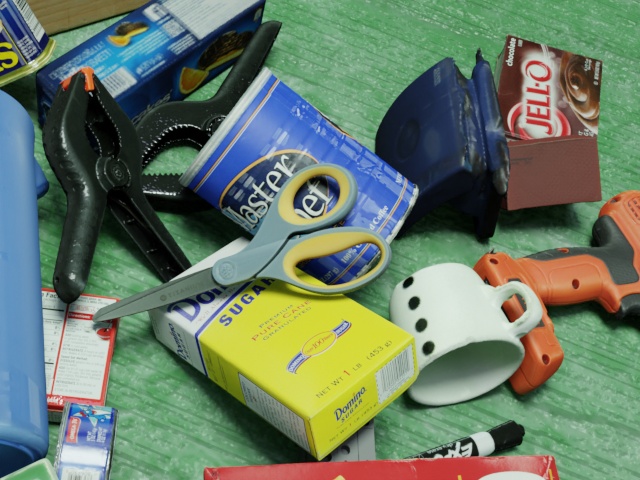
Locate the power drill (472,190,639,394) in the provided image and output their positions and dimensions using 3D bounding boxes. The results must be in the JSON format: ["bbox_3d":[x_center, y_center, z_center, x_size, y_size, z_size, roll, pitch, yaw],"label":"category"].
[{"bbox_3d":[0.218,0.055,0.808,0.187,0.057,0.184,-13,58,-23],"label":"power drill"}]

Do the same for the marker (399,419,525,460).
[{"bbox_3d":[0.090,0.150,0.739,0.121,0.020,0.020,-15,62,-21],"label":"marker"}]

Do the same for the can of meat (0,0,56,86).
[{"bbox_3d":[-0.262,-0.156,0.790,0.102,0.084,0.057,-20,31,12],"label":"can of meat"}]

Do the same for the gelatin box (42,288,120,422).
[{"bbox_3d":[-0.177,0.077,0.720,0.073,0.030,0.089,7,56,-7],"label":"gelatin box"}]

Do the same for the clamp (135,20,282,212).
[{"bbox_3d":[-0.068,-0.072,0.835,0.209,0.036,0.164,-33,76,-25],"label":"clamp"}]

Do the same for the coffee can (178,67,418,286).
[{"bbox_3d":[-0.016,-0.041,0.767,0.140,0.103,0.102,37,56,-8],"label":"coffee can"}]

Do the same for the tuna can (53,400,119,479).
[{"bbox_3d":[-0.145,0.143,0.651,0.033,0.086,0.086,8,56,-10],"label":"tuna can"}]

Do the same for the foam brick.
[{"bbox_3d":[0.177,-0.055,0.853,0.078,0.051,0.053,-5,98,-5],"label":"foam brick"}]

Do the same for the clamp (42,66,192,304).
[{"bbox_3d":[-0.156,-0.035,0.735,0.120,0.039,0.171,-18,84,-61],"label":"clamp"}]

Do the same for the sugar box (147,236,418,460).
[{"bbox_3d":[-0.029,0.064,0.708,0.093,0.048,0.176,-34,45,-29],"label":"sugar box"}]

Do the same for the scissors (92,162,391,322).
[{"bbox_3d":[-0.055,0.001,0.706,0.202,0.016,0.096,-4,81,6],"label":"scissors"}]

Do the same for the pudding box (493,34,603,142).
[{"bbox_3d":[0.192,-0.116,0.922,0.090,0.039,0.113,15,56,-3],"label":"pudding box"}]

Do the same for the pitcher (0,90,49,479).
[{"bbox_3d":[-0.241,0.026,0.649,0.149,0.145,0.243,-11,60,-7],"label":"pitcher"}]
